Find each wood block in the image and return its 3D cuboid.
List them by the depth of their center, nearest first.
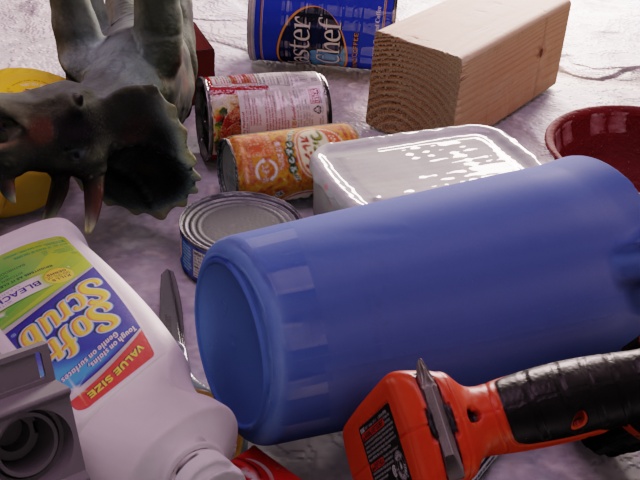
[{"bbox_3d":[0.138,-0.164,0.975,0.090,0.091,0.205,24,36,29],"label":"wood block"}]

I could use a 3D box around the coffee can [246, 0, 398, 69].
[{"bbox_3d":[0.004,-0.222,1.045,0.140,0.103,0.102,6,31,3],"label":"coffee can"}]

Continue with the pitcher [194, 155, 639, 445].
[{"bbox_3d":[0.055,0.035,0.597,0.242,0.149,0.145,-10,45,-26],"label":"pitcher"}]

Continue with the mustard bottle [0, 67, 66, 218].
[{"bbox_3d":[-0.236,-0.067,0.806,0.096,0.058,0.191,18,31,-6],"label":"mustard bottle"}]

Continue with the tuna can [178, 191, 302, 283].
[{"bbox_3d":[-0.055,0.001,0.737,0.086,0.034,0.086,2,31,-2],"label":"tuna can"}]

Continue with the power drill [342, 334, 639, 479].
[{"bbox_3d":[0.109,0.083,0.507,0.187,0.185,0.057,-13,68,-16],"label":"power drill"}]

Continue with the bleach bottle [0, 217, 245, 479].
[{"bbox_3d":[-0.114,0.068,0.562,0.102,0.068,0.251,-26,35,-29],"label":"bleach bottle"}]

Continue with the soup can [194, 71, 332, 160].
[{"bbox_3d":[-0.048,-0.103,0.877,0.102,0.068,0.068,-5,32,-15],"label":"soup can"}]
